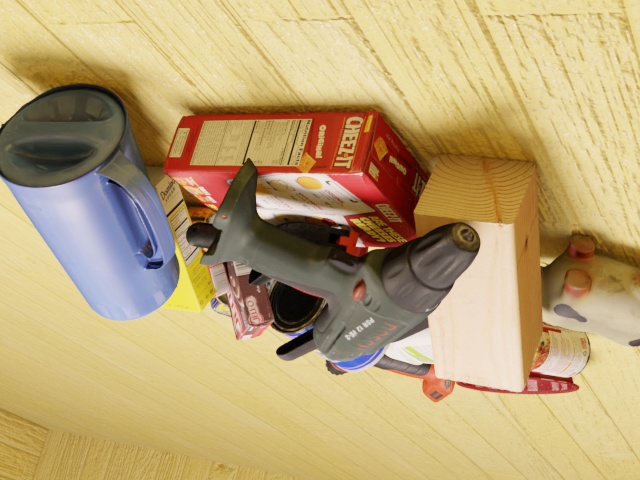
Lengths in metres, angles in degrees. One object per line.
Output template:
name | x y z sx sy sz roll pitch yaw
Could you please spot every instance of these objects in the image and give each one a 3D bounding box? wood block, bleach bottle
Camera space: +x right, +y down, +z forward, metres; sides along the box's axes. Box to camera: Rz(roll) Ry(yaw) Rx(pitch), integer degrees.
wood block | 0.151 0.032 0.986 0.090 0.090 0.206 7 132 22
bleach bottle | 0.146 0.126 1.408 0.102 0.068 0.251 35 158 -24

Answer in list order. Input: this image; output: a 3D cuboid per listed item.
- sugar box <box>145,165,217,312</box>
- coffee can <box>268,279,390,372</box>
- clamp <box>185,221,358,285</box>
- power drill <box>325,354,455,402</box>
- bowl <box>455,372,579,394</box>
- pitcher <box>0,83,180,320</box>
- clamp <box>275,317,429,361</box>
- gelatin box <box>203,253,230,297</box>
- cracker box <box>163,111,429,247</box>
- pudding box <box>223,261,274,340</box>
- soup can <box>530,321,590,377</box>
sugar box | -0.188 -0.001 1.216 0.093 0.048 0.176 4 129 29
coffee can | 0.013 0.097 1.365 0.103 0.102 0.140 -3 153 41
clamp | -0.046 0.006 1.042 0.172 0.039 0.120 -13 153 41
power drill | 0.104 0.191 1.620 0.187 0.057 0.185 17 160 -5
bowl | 0.262 0.168 1.420 0.162 0.055 0.162 3 165 1
pitcher | -0.214 -0.023 1.064 0.145 0.149 0.243 -14 140 2
clamp | 0.051 0.084 1.280 0.209 0.165 0.036 15 -165 -25
gelatin box | -0.155 0.026 1.327 0.073 0.089 0.030 -4 -168 42
cracker box | -0.014 -0.057 1.016 0.214 0.072 0.164 2 157 30
pudding box | -0.095 0.062 1.334 0.039 0.113 0.090 -9 166 -17
soup can | 0.267 0.126 1.281 0.102 0.068 0.069 12 166 -37
